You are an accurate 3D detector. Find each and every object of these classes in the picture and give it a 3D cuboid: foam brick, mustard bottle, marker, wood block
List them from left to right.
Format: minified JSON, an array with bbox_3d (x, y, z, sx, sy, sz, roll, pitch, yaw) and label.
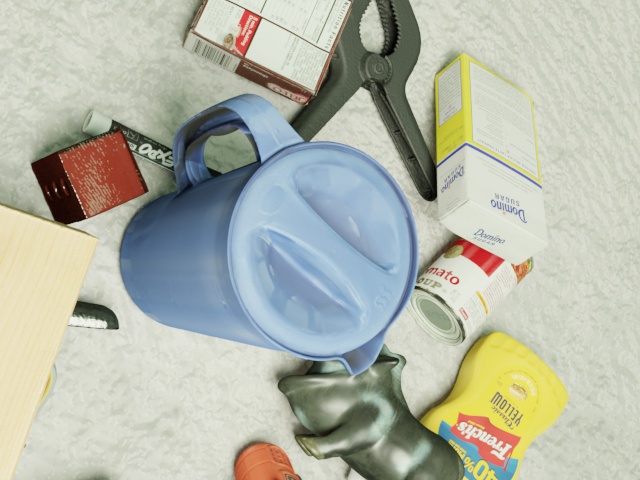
[{"bbox_3d":[-0.221,0.079,0.674,0.090,0.090,0.206,20,87,-17],"label":"wood block"},{"bbox_3d":[-0.168,-0.045,0.773,0.051,0.078,0.053,-27,99,-27],"label":"foam brick"},{"bbox_3d":[-0.127,-0.067,0.831,0.121,0.020,0.020,26,76,-26],"label":"marker"},{"bbox_3d":[0.134,0.177,0.933,0.096,0.058,0.191,43,62,-3],"label":"mustard bottle"}]

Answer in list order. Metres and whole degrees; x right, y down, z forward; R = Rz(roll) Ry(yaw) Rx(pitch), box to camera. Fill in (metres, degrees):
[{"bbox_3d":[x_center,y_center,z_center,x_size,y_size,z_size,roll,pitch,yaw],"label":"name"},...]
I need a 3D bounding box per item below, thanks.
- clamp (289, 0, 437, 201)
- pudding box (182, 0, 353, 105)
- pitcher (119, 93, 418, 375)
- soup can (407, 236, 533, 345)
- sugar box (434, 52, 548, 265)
[{"bbox_3d":[0.050,-0.138,0.924,0.164,0.036,0.210,18,79,-27],"label":"clamp"},{"bbox_3d":[-0.041,-0.174,0.858,0.113,0.039,0.090,25,74,-11],"label":"pudding box"},{"bbox_3d":[-0.055,0.001,0.740,0.144,0.243,0.149,21,77,-27],"label":"pitcher"},{"bbox_3d":[0.131,0.036,0.945,0.102,0.069,0.068,-43,108,-24],"label":"soup can"},{"bbox_3d":[0.146,-0.072,0.930,0.093,0.048,0.176,27,49,-25],"label":"sugar box"}]
